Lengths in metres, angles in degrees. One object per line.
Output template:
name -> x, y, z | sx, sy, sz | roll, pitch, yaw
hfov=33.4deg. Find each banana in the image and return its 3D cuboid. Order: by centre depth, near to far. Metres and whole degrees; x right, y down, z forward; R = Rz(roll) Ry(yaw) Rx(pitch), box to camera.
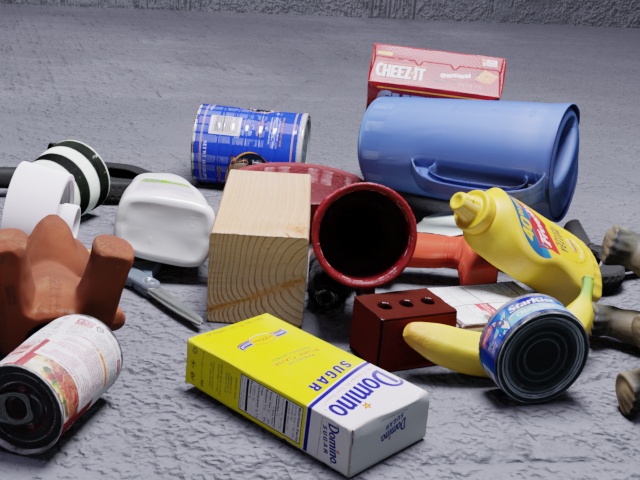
banana -> 0.165, 0.085, 0.921 | 0.197, 0.037, 0.070 | -12, 67, -25

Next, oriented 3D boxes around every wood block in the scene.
wood block -> -0.057, 0.002, 1.058 | 0.091, 0.090, 0.206 | 4, 20, -2

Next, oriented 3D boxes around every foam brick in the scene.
foam brick -> 0.072, 0.077, 0.929 | 0.078, 0.051, 0.053 | -5, 22, -27

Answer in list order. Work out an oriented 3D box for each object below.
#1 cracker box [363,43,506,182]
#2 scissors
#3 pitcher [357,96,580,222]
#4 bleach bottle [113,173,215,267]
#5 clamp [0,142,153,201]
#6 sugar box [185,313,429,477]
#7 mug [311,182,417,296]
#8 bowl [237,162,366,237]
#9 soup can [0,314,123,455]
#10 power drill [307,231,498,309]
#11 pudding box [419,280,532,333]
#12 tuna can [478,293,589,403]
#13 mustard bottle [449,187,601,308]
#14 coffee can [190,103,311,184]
cracker box -> 0.141, -0.149, 1.373 | 0.164, 0.214, 0.072 | 8, 59, 5
scissors -> -0.157, 0.038, 1.040 | 0.202, 0.016, 0.096 | 19, 23, 34
pitcher -> 0.165, -0.097, 1.219 | 0.243, 0.145, 0.149 | 9, -11, 26
bleach bottle -> -0.164, -0.034, 1.158 | 0.102, 0.068, 0.251 | 11, 10, -7
clamp -> -0.284, -0.082, 1.322 | 0.210, 0.036, 0.164 | 9, 20, 5
sugar box -> -0.013, 0.112, 0.819 | 0.176, 0.048, 0.093 | 19, 24, 38
mug -> 0.037, 0.004, 0.968 | 0.093, 0.117, 0.081 | -8, 6, -4
bowl -> -0.027, -0.044, 1.247 | 0.162, 0.055, 0.162 | 4, 19, -2
soup can -> -0.194, 0.101, 0.773 | 0.068, 0.068, 0.102 | 9, 19, 12
power drill -> 0.083, 0.023, 1.077 | 0.187, 0.057, 0.184 | 7, 27, 4
pudding box -> 0.154, 0.073, 0.985 | 0.113, 0.039, 0.090 | -2, 20, -24
tuna can -> 0.175, 0.089, 0.870 | 0.086, 0.086, 0.034 | -1, 22, -17
mustard bottle -> 0.191, 0.000, 1.027 | 0.191, 0.058, 0.096 | 28, 34, -36
coffee can -> -0.088, -0.119, 1.376 | 0.140, 0.103, 0.102 | 6, 19, 4
